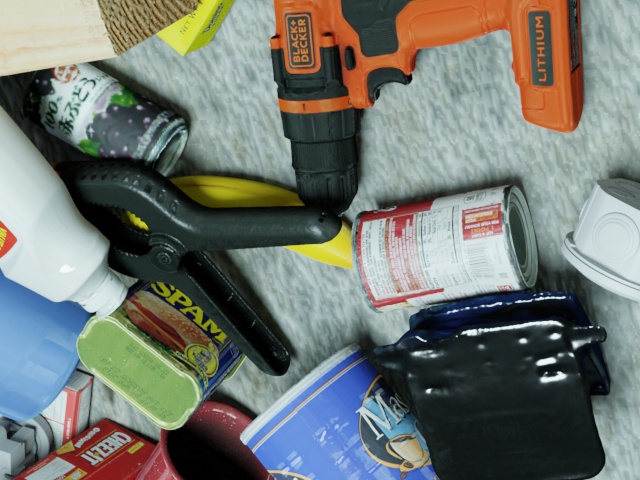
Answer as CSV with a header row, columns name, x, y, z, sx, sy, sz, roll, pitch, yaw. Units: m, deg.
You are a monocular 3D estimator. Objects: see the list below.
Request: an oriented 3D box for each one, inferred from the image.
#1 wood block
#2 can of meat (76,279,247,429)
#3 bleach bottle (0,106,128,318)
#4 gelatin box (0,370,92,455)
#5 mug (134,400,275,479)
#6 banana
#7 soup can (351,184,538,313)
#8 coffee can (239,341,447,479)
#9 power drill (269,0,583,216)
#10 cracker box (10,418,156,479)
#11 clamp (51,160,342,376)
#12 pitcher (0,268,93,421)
name,x,y,z,sx,sy,sz,roll,pitch,yaw
wood block,-0.192,-0.156,0.657,0.206,0.090,0.090,-2,118,32
can of meat,-0.113,0.076,0.766,0.102,0.083,0.058,37,118,4
bleach bottle,-0.210,-0.043,0.658,0.103,0.068,0.250,-15,127,43
gelatin box,-0.231,0.131,0.864,0.089,0.030,0.073,19,117,13
mug,-0.093,0.170,0.791,0.082,0.093,0.117,-56,42,34
banana,-0.063,-0.013,0.741,0.198,0.037,0.069,1,130,22
soup can,0.079,0.006,0.673,0.102,0.068,0.068,-10,106,24
coffee can,0.029,0.154,0.717,0.140,0.102,0.103,50,119,10
power drill,0.060,-0.101,0.644,0.188,0.057,0.184,1,111,21
cracker box,-0.206,0.270,0.829,0.072,0.163,0.214,22,116,22
clamp,-0.089,-0.004,0.706,0.210,0.036,0.165,30,136,0
pitcher,-0.280,0.023,0.744,0.242,0.145,0.149,32,151,-25
